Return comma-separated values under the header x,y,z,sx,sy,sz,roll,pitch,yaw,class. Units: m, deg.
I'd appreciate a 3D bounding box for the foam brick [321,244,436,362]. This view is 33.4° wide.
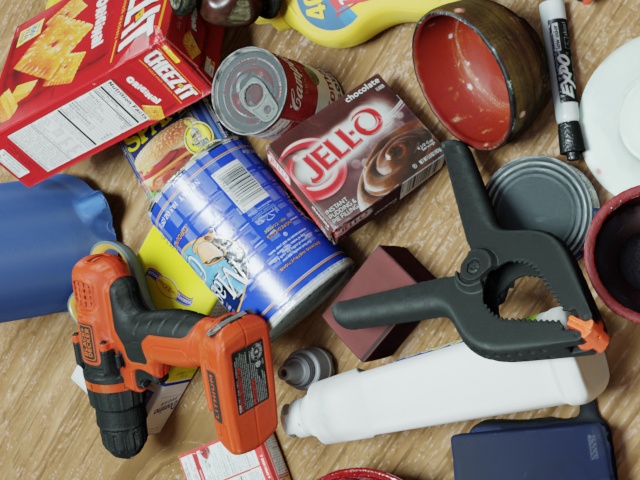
x,y,z,sx,sy,sz,roll,pitch,yaw,class
0.050,0.050,0.841,0.051,0.052,0.078,45,108,22,foam brick

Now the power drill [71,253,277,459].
x,y,z,sx,sy,sz,roll,pitch,yaw,class
-0.122,0.110,0.853,0.188,0.057,0.184,10,116,36,power drill

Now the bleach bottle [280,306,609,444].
x,y,z,sx,sy,sz,roll,pitch,yaw,class
0.079,0.110,0.795,0.251,0.102,0.068,-18,83,25,bleach bottle

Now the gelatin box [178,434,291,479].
x,y,z,sx,sy,sz,roll,pitch,yaw,class
-0.072,0.204,0.918,0.089,0.030,0.073,-27,78,26,gelatin box

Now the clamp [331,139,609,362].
x,y,z,sx,sy,sz,roll,pitch,yaw,class
0.115,0.016,0.738,0.210,0.036,0.164,21,79,46,clamp

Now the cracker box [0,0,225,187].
x,y,z,sx,sy,sz,roll,pitch,yaw,class
-0.184,-0.160,0.920,0.214,0.072,0.164,-23,43,27,cracker box

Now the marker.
x,y,z,sx,sy,sz,roll,pitch,yaw,class
0.179,-0.118,0.789,0.020,0.020,0.121,-10,81,28,marker

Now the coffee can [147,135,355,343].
x,y,z,sx,sy,sz,roll,pitch,yaw,class
-0.056,0.001,0.858,0.103,0.102,0.140,-45,80,20,coffee can

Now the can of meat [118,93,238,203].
x,y,z,sx,sy,sz,roll,pitch,yaw,class
-0.122,-0.083,0.935,0.102,0.057,0.084,-36,75,23,can of meat

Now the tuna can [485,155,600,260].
x,y,z,sx,sy,sz,roll,pitch,yaw,class
0.163,-0.019,0.792,0.086,0.033,0.086,-1,89,28,tuna can

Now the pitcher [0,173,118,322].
x,y,z,sx,sy,sz,roll,pitch,yaw,class
-0.308,0.021,0.929,0.145,0.242,0.149,17,104,27,pitcher

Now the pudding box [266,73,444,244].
x,y,z,sx,sy,sz,roll,pitch,yaw,class
0.028,-0.064,0.834,0.113,0.039,0.090,-34,71,-14,pudding box

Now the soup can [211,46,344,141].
x,y,z,sx,sy,sz,roll,pitch,yaw,class
-0.032,-0.113,0.860,0.069,0.102,0.068,-1,89,28,soup can

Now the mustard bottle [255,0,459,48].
x,y,z,sx,sy,sz,roll,pitch,yaw,class
0.028,-0.206,0.855,0.192,0.058,0.096,-11,83,28,mustard bottle

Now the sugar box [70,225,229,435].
x,y,z,sx,sy,sz,roll,pitch,yaw,class
-0.146,0.079,0.951,0.093,0.048,0.176,37,105,24,sugar box

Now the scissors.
x,y,z,sx,sy,sz,roll,pitch,yaw,class
-0.137,0.055,0.909,0.202,0.016,0.096,8,96,31,scissors
